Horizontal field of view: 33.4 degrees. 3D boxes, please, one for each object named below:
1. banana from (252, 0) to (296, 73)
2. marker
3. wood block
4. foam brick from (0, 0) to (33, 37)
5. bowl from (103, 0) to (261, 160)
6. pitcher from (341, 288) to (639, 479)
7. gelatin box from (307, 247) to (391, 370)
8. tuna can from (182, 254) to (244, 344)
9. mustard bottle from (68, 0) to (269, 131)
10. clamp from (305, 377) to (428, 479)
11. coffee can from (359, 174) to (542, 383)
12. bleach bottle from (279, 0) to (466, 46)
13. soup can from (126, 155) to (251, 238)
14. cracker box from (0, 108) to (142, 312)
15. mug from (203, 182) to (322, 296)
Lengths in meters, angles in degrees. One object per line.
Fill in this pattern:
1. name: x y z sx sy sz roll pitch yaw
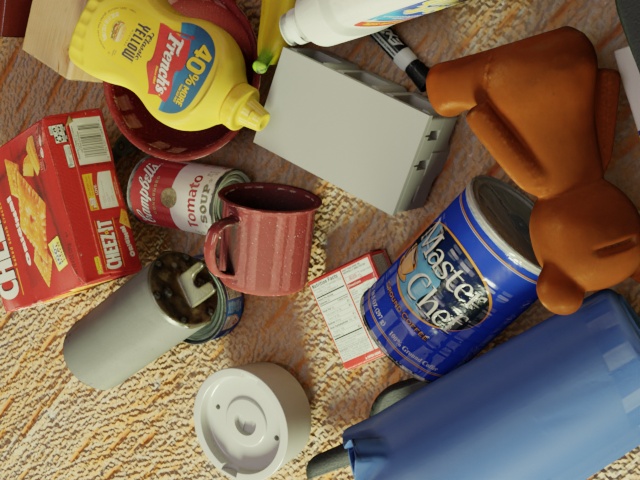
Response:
1. banana: -0.033 -0.237 0.924 0.037 0.069 0.198 3 89 1
2. marker: 0.057 -0.170 0.903 0.121 0.020 0.020 50 120 17
3. wood block: -0.201 -0.261 1.007 0.091 0.090 0.206 33 115 37
4. foam brick: -0.339 -0.246 1.128 0.078 0.052 0.051 18 107 31
5. bowl: -0.119 -0.153 0.986 0.162 0.055 0.162 1 92 20
6. pitcher: 0.152 0.147 0.813 0.243 0.149 0.145 -34 85 16
7. gelatin box: 0.039 0.061 0.944 0.073 0.030 0.089 -28 82 34
8. tuna can: -0.117 0.057 1.042 0.086 0.033 0.086 6 101 32
9. mustard bottle: -0.123 -0.151 0.927 0.192 0.058 0.096 34 98 16
10. clamp: 0.075 0.189 0.936 0.120 0.039 0.172 40 116 4
11. coffee can: 0.113 0.032 0.847 0.103 0.102 0.140 51 120 16
12. bleach bottle: 0.078 -0.206 0.835 0.251 0.102 0.068 -15 92 35
13. soup can: -0.122 -0.041 1.010 0.102 0.068 0.068 11 103 30
14. cracker box: -0.273 -0.023 1.074 0.214 0.071 0.164 -17 88 52
15. mug: -0.056 0.001 0.948 0.093 0.117 0.081 20 113 37
